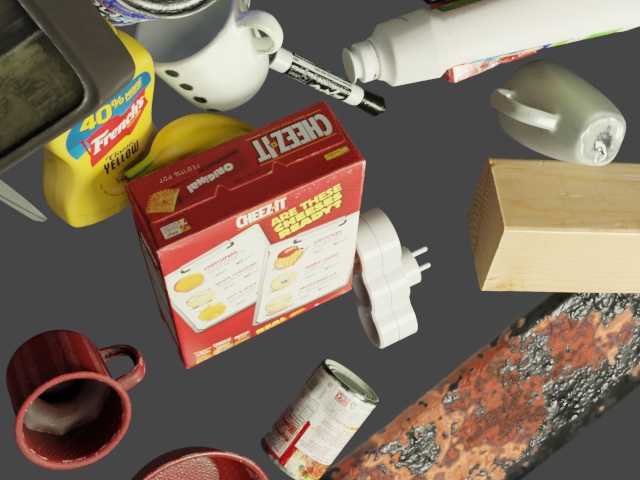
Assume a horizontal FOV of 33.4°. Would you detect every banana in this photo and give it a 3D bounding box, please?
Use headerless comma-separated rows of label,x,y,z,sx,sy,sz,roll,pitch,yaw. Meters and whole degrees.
banana,-0.070,-0.063,0.837,0.070,0.037,0.197,-43,153,22

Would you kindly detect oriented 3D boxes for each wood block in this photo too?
wood block,0.250,-0.013,0.982,0.206,0.090,0.091,1,141,-7

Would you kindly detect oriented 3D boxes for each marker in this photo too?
marker,0.007,-0.131,0.887,0.120,0.020,0.020,20,106,-34

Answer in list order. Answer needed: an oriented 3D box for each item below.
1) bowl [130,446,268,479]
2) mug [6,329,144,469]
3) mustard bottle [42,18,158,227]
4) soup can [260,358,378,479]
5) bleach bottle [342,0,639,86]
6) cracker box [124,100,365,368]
bowl,-0.129,0.250,1.004,0.161,0.055,0.162,-12,121,-21
mug,-0.201,0.121,0.880,0.117,0.082,0.093,-29,126,-10
mustard bottle,-0.157,-0.092,0.743,0.096,0.058,0.192,-41,161,-25
soup can,-0.001,0.173,1.020,0.068,0.069,0.102,32,98,-36
bleach bottle,0.136,-0.173,0.855,0.250,0.103,0.068,-18,101,-11
cracker box,-0.056,0.001,0.842,0.164,0.072,0.214,-25,154,-14
